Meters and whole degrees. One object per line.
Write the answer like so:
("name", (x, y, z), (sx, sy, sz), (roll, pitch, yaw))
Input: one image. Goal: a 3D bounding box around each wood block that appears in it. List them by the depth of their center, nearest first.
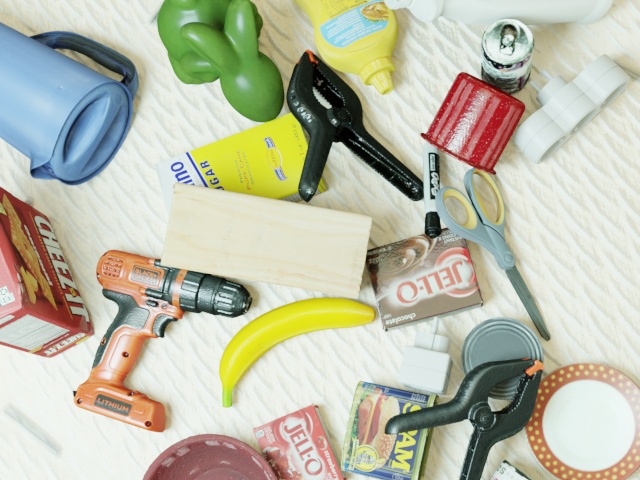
("wood block", (-0.057, 0.001, 1.137), (0.206, 0.091, 0.090), (10, 89, -3))

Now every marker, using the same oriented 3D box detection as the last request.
("marker", (0.121, -0.055, 1.162), (0.020, 0.020, 0.121), (-3, 57, 9))

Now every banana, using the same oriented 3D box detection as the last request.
("banana", (-0.038, 0.105, 1.172), (0.198, 0.037, 0.069), (-31, 94, 4))

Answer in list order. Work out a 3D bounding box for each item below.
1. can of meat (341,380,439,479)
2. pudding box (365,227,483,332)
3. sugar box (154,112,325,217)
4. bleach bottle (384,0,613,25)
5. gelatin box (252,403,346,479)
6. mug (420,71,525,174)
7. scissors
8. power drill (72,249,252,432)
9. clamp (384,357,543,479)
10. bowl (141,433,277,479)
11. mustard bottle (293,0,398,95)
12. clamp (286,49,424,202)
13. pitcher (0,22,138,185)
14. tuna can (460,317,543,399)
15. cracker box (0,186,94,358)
("can of meat", (0.072, 0.203, 1.120), (0.084, 0.057, 0.102), (11, 81, 14))
("pudding box", (0.111, 0.042, 1.154), (0.113, 0.039, 0.090), (-16, 75, 6))
("sugar box", (-0.092, -0.071, 1.212), (0.176, 0.048, 0.093), (-20, 76, 4))
("bleach bottle", (0.185, -0.268, 1.135), (0.250, 0.068, 0.102), (-13, 75, -23))
("gelatin box", (-0.022, 0.229, 1.144), (0.073, 0.030, 0.089), (-23, 76, 4))
("mug", (0.163, -0.132, 1.152), (0.093, 0.117, 0.081), (21, 105, -23))
("scissors", (0.180, 0.016, 1.138), (0.096, 0.016, 0.202), (-6, 73, -30))
("power drill", (-0.182, 0.113, 1.185), (0.184, 0.057, 0.187), (14, 78, 16))
("clamp", (0.149, 0.174, 1.073), (0.120, 0.039, 0.171), (41, 81, -13))
("bowl", (-0.113, 0.288, 1.135), (0.162, 0.055, 0.162), (-2, 78, 10))
("mustard bottle", (0.035, -0.250, 1.220), (0.096, 0.058, 0.192), (-25, 75, -3))
("clamp", (0.025, -0.123, 1.184), (0.036, 0.164, 0.210), (-49, 47, 42))
("pitcher", (-0.342, -0.183, 1.246), (0.243, 0.149, 0.145), (31, 108, 18))
("tuna can", (0.191, 0.125, 1.126), (0.086, 0.033, 0.086), (-2, 78, 10))
("cracker box", (-0.332, 0.029, 1.147), (0.072, 0.213, 0.164), (-26, 75, 2))
